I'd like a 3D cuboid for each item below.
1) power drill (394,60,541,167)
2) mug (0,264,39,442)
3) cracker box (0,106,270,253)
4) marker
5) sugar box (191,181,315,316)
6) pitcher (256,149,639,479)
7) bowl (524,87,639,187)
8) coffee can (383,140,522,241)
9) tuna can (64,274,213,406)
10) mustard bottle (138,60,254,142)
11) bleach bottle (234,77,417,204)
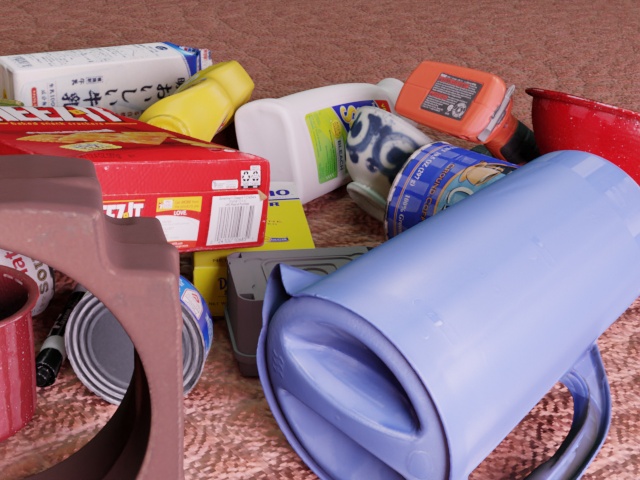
[{"bbox_3d":[0.150,-0.081,0.915,0.187,0.057,0.185,32,-5,-38],"label":"power drill"},{"bbox_3d":[-0.220,0.067,0.624,0.117,0.081,0.093,8,24,12],"label":"mug"},{"bbox_3d":[-0.164,-0.047,0.754,0.163,0.072,0.214,-5,18,-43],"label":"cracker box"},{"bbox_3d":[-0.172,0.062,0.717,0.020,0.020,0.121,3,24,1],"label":"marker"},{"bbox_3d":[-0.056,0.001,0.834,0.093,0.048,0.176,-1,25,-8],"label":"sugar box"},{"bbox_3d":[0.097,0.048,0.608,0.145,0.149,0.242,14,35,43],"label":"pitcher"},{"bbox_3d":[0.220,-0.064,0.781,0.162,0.055,0.162,17,7,-2],"label":"bowl"},{"bbox_3d":[0.133,-0.009,0.802,0.141,0.103,0.102,23,31,38],"label":"coffee can"},{"bbox_3d":[-0.109,0.058,0.651,0.086,0.086,0.033,4,22,4],"label":"tuna can"},{"bbox_3d":[-0.118,-0.104,0.934,0.096,0.058,0.191,-34,11,17],"label":"mustard bottle"},{"bbox_3d":[0.025,-0.111,1.024,0.068,0.102,0.250,1,20,37],"label":"bleach bottle"}]
